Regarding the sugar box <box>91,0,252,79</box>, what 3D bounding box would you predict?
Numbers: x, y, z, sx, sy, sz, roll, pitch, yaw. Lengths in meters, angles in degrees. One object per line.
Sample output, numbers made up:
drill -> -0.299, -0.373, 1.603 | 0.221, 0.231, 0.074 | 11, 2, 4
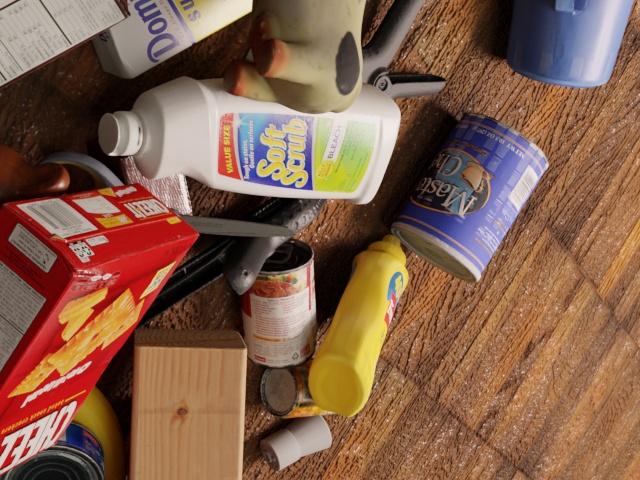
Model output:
sugar box -> -0.098, -0.202, 0.804 | 0.176, 0.048, 0.093 | -38, 131, -27

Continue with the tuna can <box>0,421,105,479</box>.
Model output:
tuna can -> -0.216, 0.187, 0.854 | 0.086, 0.034, 0.086 | -6, 118, -11

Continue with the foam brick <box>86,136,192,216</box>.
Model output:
foam brick -> -0.140, -0.046, 0.831 | 0.051, 0.053, 0.078 | -30, 128, -31

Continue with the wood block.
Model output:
wood block -> -0.113, 0.182, 0.883 | 0.090, 0.090, 0.206 | 2, 94, -10

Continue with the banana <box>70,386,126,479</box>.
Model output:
banana -> -0.198, 0.179, 0.897 | 0.069, 0.037, 0.198 | -15, 120, -7

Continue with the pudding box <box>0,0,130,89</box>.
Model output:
pudding box -> -0.196, -0.162, 0.704 | 0.113, 0.039, 0.090 | -27, 133, 3

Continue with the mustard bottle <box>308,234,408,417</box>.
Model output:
mustard bottle -> 0.043, 0.068, 1.025 | 0.096, 0.058, 0.191 | 92, 16, -49

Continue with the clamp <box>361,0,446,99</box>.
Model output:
clamp -> 0.048, -0.158, 0.971 | 0.171, 0.039, 0.120 | -33, 128, -29

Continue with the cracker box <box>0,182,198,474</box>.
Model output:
cracker box -> -0.192, 0.068, 0.722 | 0.214, 0.072, 0.164 | -55, 169, 17

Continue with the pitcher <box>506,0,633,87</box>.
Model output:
pitcher -> 0.256, -0.278, 1.050 | 0.149, 0.145, 0.243 | -4, 115, -27

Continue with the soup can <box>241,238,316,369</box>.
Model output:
soup can -> -0.038, 0.057, 0.967 | 0.068, 0.069, 0.102 | -23, 124, -35

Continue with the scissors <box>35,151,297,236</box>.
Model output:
scissors -> -0.124, -0.030, 0.789 | 0.202, 0.016, 0.096 | -8, 121, 5

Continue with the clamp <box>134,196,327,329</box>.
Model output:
clamp -> -0.056, 0.001, 0.884 | 0.209, 0.165, 0.036 | -39, 104, -35

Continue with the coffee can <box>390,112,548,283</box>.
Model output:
coffee can -> 0.150, -0.043, 1.077 | 0.140, 0.103, 0.102 | -57, 137, -8

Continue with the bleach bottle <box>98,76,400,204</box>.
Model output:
bleach bottle -> -0.055, -0.075, 0.818 | 0.250, 0.068, 0.103 | -5, 125, -41
